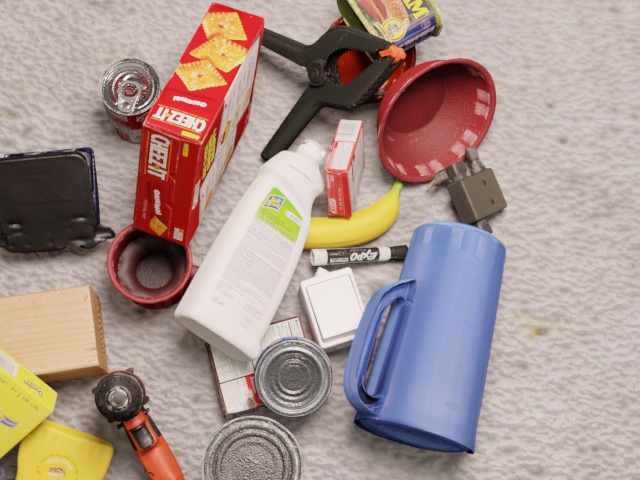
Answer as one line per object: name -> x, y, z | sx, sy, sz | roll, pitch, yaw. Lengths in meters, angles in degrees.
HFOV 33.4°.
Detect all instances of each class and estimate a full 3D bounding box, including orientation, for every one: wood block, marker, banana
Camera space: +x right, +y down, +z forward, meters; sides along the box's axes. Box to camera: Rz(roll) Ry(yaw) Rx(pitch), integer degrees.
wood block -> -0.344, 0.112, 1.162 | 0.206, 0.090, 0.091 | -8, 78, -5
marker -> 0.048, 0.017, 1.231 | 0.121, 0.020, 0.020 | -3, 76, -16
banana -> 0.010, -0.020, 1.243 | 0.197, 0.037, 0.069 | -12, 55, -8

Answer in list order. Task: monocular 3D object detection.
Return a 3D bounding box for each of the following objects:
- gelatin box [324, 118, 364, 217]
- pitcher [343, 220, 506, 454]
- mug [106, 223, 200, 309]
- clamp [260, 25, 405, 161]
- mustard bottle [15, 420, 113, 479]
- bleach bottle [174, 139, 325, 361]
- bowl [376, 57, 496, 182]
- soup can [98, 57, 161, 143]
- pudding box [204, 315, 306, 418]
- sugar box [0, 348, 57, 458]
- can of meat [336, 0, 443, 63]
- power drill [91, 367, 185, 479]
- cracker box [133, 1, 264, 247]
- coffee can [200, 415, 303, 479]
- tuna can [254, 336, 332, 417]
gelatin box -> 0.028, -0.083, 1.220 | 0.030, 0.073, 0.089 | 7, 49, 12
pitcher -> 0.121, 0.102, 1.168 | 0.145, 0.149, 0.243 | 11, 72, 12
mug -> -0.175, 0.033, 1.194 | 0.117, 0.081, 0.093 | 7, 76, -1
clamp -> 0.000, -0.179, 1.218 | 0.210, 0.036, 0.164 | -3, 94, 33
mustard bottle -> -0.295, 0.294, 1.130 | 0.096, 0.058, 0.191 | 20, 84, -7
bleach bottle -> -0.058, 0.001, 1.175 | 0.102, 0.068, 0.250 | 38, 69, -22
bowl -> 0.123, -0.149, 1.239 | 0.162, 0.162, 0.055 | -31, 46, -10
soup can -> -0.214, -0.159, 1.227 | 0.068, 0.102, 0.068 | 1, 76, -3
pudding box -> -0.065, 0.142, 1.197 | 0.113, 0.039, 0.090 | -14, 79, -8
sugar box -> -0.368, 0.195, 1.101 | 0.176, 0.048, 0.093 | -43, 110, 8
can of meat -> 0.077, -0.263, 1.229 | 0.084, 0.057, 0.102 | -31, 79, -11
power drill -> -0.174, 0.219, 1.108 | 0.057, 0.184, 0.187 | -28, 89, -9
cracker box -> -0.131, -0.127, 1.154 | 0.072, 0.164, 0.213 | 19, 49, 3
coffee can -> -0.071, 0.240, 1.120 | 0.102, 0.140, 0.103 | 1, 76, -3
tuna can -> -0.029, 0.147, 1.153 | 0.086, 0.034, 0.086 | 0, 90, -1
